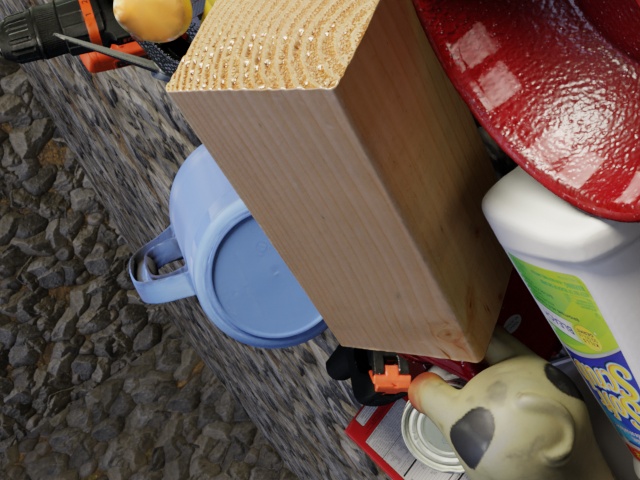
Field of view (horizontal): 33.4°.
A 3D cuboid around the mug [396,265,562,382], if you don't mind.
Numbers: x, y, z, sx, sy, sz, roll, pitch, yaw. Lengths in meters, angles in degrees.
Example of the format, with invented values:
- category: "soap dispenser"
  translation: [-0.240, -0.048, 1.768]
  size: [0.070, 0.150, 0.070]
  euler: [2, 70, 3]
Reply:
- category: "mug"
  translation: [0.107, 0.050, 0.682]
  size: [0.117, 0.093, 0.082]
  euler: [27, 178, -31]

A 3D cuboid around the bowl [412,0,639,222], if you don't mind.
- category: "bowl"
  translation: [0.099, -0.088, 0.407]
  size: [0.162, 0.055, 0.162]
  euler: [51, 167, 17]

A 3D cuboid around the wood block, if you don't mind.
- category: "wood block"
  translation: [0.023, -0.035, 0.534]
  size: [0.091, 0.090, 0.206]
  euler: [3, 144, 31]

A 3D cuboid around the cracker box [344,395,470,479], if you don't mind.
- category: "cracker box"
  translation: [0.141, 0.211, 0.873]
  size: [0.164, 0.072, 0.214]
  euler: [37, 179, -35]

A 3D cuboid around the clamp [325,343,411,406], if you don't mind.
- category: "clamp"
  translation: [0.034, 0.076, 0.830]
  size: [0.210, 0.036, 0.165]
  euler: [-109, 21, -64]

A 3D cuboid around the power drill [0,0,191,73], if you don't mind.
- category: "power drill"
  translation: [-0.181, -0.185, 0.926]
  size: [0.188, 0.184, 0.057]
  euler: [-151, 46, -80]

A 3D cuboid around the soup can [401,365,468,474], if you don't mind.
- category: "soup can"
  translation: [0.102, 0.116, 0.772]
  size: [0.068, 0.069, 0.102]
  euler: [56, -156, -4]

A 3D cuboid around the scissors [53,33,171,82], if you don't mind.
- category: "scissors"
  translation: [-0.110, -0.125, 0.857]
  size: [0.201, 0.016, 0.096]
  euler: [1, -142, -49]

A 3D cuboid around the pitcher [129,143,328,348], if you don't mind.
- category: "pitcher"
  translation: [-0.055, 0.001, 0.802]
  size: [0.145, 0.149, 0.243]
  euler: [21, -172, -12]
